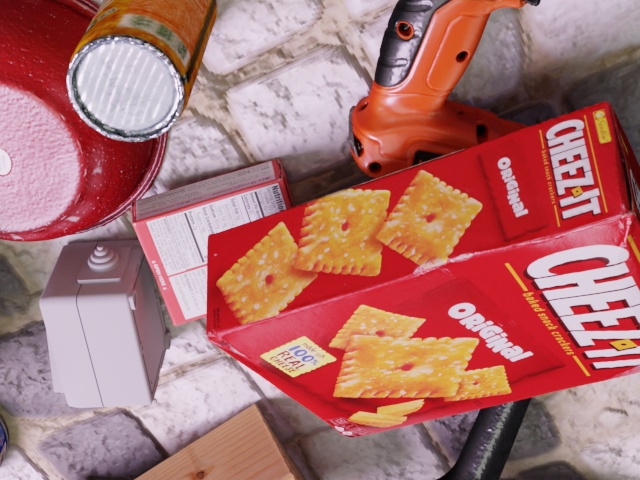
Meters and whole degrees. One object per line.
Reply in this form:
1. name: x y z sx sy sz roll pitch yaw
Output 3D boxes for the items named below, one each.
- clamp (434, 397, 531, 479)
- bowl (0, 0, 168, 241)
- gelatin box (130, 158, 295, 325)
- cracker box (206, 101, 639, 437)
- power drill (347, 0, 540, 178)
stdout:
1. clamp: 0.092 0.166 0.668 0.209 0.036 0.164 -32 116 -12
2. bowl: -0.165 -0.056 0.569 0.162 0.055 0.162 1 124 2
3. gelatin box: -0.054 0.001 0.608 0.089 0.030 0.073 -17 122 0
4. cracker box: 0.072 0.031 0.557 0.214 0.072 0.164 -17 145 22
5. power drill: 0.098 -0.111 0.520 0.184 0.057 0.188 11 121 -4
